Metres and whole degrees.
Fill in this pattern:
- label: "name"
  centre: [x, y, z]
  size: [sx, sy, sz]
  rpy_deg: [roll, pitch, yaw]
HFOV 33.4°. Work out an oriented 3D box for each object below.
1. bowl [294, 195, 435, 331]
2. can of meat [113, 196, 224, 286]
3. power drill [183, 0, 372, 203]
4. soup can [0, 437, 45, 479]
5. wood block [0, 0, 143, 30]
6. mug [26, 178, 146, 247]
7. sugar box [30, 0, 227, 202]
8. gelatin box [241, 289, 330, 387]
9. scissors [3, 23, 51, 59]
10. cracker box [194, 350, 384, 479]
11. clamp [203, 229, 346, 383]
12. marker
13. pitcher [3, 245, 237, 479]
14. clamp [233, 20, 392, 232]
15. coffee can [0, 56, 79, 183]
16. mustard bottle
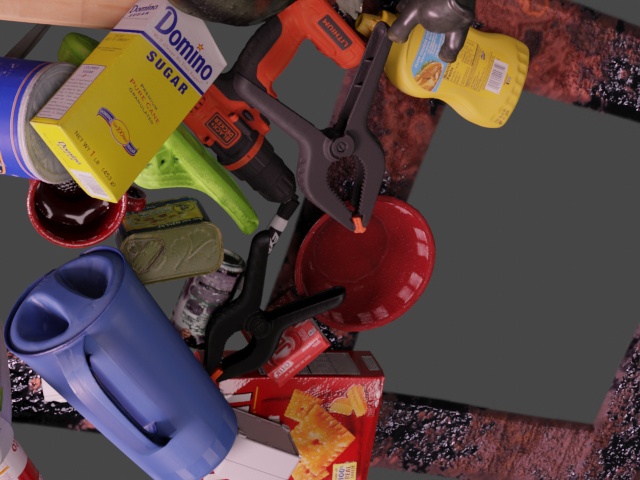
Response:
- label: "bowl"
  centre: [0.042, 0.017, 1.174]
  size: [0.162, 0.055, 0.162]
  rpy_deg: [-7, 115, -16]
- label: "can of meat"
  centre: [-0.157, -0.002, 1.082]
  size: [0.102, 0.084, 0.057]
  rpy_deg: [-10, 116, -14]
- label: "power drill"
  centre: [-0.040, -0.148, 1.068]
  size: [0.187, 0.057, 0.184]
  rpy_deg: [-45, 122, 1]
- label: "soup can"
  centre: [-0.343, 0.249, 1.142]
  size: [0.068, 0.068, 0.102]
  rpy_deg: [-28, 118, -5]
- label: "wood block"
  centre: [-0.263, -0.238, 0.931]
  size: [0.205, 0.090, 0.091]
  rpy_deg: [2, 103, -19]
- label: "mug"
  centre: [-0.228, -0.050, 1.038]
  size: [0.117, 0.081, 0.093]
  rpy_deg: [5, 111, -21]
- label: "sugar box"
  centre: [-0.157, -0.127, 0.909]
  size: [0.176, 0.048, 0.093]
  rpy_deg: [-55, 137, -25]
- label: "gelatin box"
  centre: [-0.039, 0.106, 1.166]
  size: [0.073, 0.089, 0.030]
  rpy_deg: [-39, 129, 2]
- label: "scissors"
  centre: [-0.335, -0.145, 0.996]
  size: [0.096, 0.016, 0.202]
  rpy_deg: [26, 103, -26]
- label: "cracker box"
  centre: [-0.043, 0.212, 1.224]
  size: [0.213, 0.072, 0.164]
  rpy_deg: [2, 112, -19]
- label: "clamp"
  centre: [-0.056, 0.084, 1.119]
  size: [0.120, 0.039, 0.171]
  rpy_deg: [30, 104, -14]
- label: "marker"
  centre: [-0.058, 0.001, 1.154]
  size: [0.020, 0.020, 0.121]
  rpy_deg: [25, 103, -27]
- label: "pitcher"
  centre: [-0.181, 0.137, 1.030]
  size: [0.242, 0.145, 0.149]
  rpy_deg: [56, 50, -34]
- label: "clamp"
  centre: [0.022, -0.107, 1.061]
  size: [0.164, 0.036, 0.210]
  rpy_deg: [-27, 120, -8]
- label: "coffee can"
  centre: [-0.279, -0.109, 0.924]
  size: [0.140, 0.102, 0.103]
  rpy_deg: [10, 117, 23]
- label: "mustard bottle"
  centre: [0.121, -0.191, 1.103]
  size: [0.191, 0.058, 0.096]
  rpy_deg: [19, 91, -25]
